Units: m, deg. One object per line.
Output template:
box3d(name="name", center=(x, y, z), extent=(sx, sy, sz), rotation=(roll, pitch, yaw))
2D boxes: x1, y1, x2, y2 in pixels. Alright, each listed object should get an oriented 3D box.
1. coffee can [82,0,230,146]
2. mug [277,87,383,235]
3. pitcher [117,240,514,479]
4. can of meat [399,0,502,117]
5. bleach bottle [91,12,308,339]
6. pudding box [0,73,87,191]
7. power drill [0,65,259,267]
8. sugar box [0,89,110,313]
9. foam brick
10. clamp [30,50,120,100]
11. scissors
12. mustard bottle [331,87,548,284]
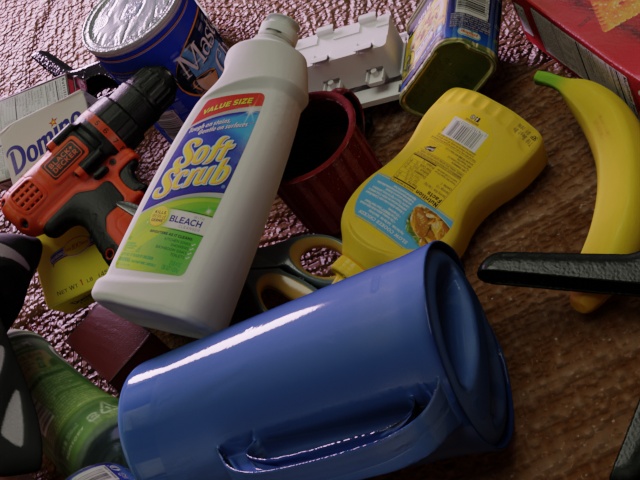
box3d(name="coffee can", center=(-0.135, -0.162, 0.976), extent=(0.103, 0.140, 0.103), rotation=(-18, 47, 20))
box3d(name="mug", center=(0.006, -0.067, 0.850), extent=(0.093, 0.081, 0.117), rotation=(2, 56, 34))
box3d(name="pitcher", center=(-0.010, 0.103, 0.685), extent=(0.243, 0.149, 0.145), rotation=(-21, 64, 22))
box3d(name="can of meat", center=(0.104, -0.156, 0.852), extent=(0.102, 0.057, 0.084), rotation=(127, 158, -56))
box3d(name="bleach bottle", center=(-0.076, -0.056, 0.791), extent=(0.103, 0.068, 0.250), rotation=(8, 70, 32))
box3d(name="pudding box", center=(-0.283, -0.107, 1.075), extent=(0.114, 0.039, 0.090), rotation=(-16, 75, 20))
box3d(name="power drill", center=(-0.141, -0.034, 0.876), extent=(0.188, 0.057, 0.184), rotation=(41, 81, 15))
box3d(name="sugar box", center=(-0.216, -0.035, 0.939), extent=(0.093, 0.048, 0.176), rotation=(-25, 75, 12))
box3d(name="foam brick", center=(-0.154, 0.089, 0.846), extent=(0.051, 0.053, 0.078), rotation=(-48, 45, -11))
box3d(name="clamp", center=(-0.261, -0.143, 1.115), extent=(0.172, 0.039, 0.120), rotation=(9, 75, 34))
box3d(name="scissors", center=(-0.055, 0.001, 0.823), extent=(0.202, 0.016, 0.096), rotation=(39, 68, 19))
box3d(name="mustard bottle", center=(0.072, -0.021, 0.786), extent=(0.191, 0.058, 0.096), rotation=(-47, 56, -9))
